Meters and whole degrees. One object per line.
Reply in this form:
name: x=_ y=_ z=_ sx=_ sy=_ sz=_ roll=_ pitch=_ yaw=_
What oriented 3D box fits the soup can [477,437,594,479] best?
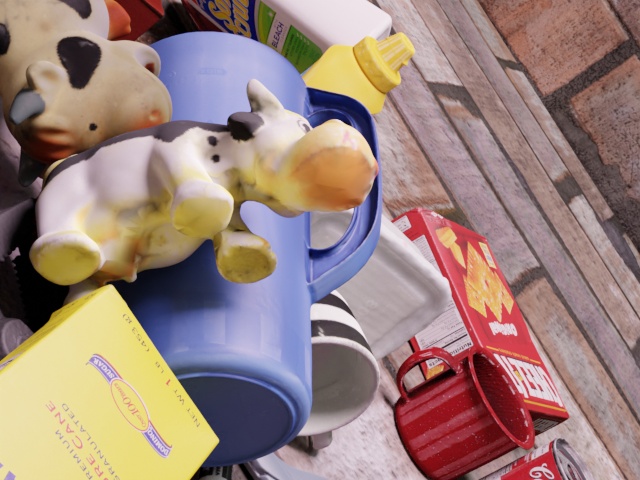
soup can: x=0.163 y=0.210 z=0.850 sx=0.068 sy=0.102 sz=0.068 roll=45 pitch=24 yaw=-27

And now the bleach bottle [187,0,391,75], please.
bleach bottle: x=-0.067 y=-0.204 z=0.853 sx=0.251 sy=0.103 sz=0.068 roll=35 pitch=63 yaw=7

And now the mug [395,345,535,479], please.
mug: x=0.108 y=0.136 z=0.865 sx=0.117 sy=0.082 sz=0.093 roll=49 pitch=23 yaw=-19

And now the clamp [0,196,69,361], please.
clamp: x=-0.141 y=0.065 z=0.495 sx=0.164 sy=0.036 sz=0.210 roll=44 pitch=27 yaw=-30

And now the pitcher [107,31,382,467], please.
pitcher: x=-0.054 y=0.001 z=0.620 sx=0.144 sy=0.149 sz=0.243 roll=26 pitch=40 yaw=-31

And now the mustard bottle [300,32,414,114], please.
mustard bottle: x=-0.014 y=-0.088 z=0.772 sx=0.058 sy=0.192 sz=0.096 roll=57 pitch=21 yaw=2

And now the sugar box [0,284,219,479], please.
sugar box: x=-0.113 y=0.096 z=0.420 sx=0.093 sy=0.048 sz=0.176 roll=56 pitch=26 yaw=-9

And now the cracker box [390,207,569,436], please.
cracker box: x=0.147 y=0.084 z=1.038 sx=0.164 sy=0.072 sz=0.214 roll=21 pitch=41 yaw=-55
